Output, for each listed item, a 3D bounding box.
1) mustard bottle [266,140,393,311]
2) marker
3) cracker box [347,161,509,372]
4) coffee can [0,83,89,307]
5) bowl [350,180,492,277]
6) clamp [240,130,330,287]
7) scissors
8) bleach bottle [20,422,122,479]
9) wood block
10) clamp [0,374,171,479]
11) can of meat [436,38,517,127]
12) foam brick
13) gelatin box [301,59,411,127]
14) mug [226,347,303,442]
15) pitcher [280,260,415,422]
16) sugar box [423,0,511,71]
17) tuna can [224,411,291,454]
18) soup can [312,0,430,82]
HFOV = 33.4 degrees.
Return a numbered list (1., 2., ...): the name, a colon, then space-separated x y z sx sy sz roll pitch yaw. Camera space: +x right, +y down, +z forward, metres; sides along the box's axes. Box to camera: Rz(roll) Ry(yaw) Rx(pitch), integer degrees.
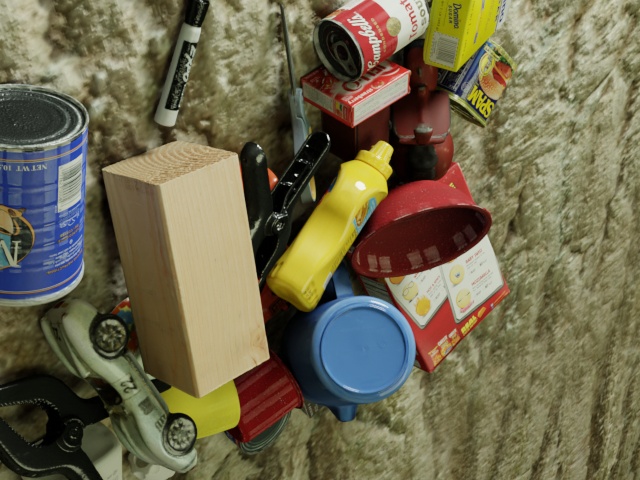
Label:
1. mustard bottle: 0.018 -0.021 1.098 0.191 0.058 0.096 -56 171 -10
2. marker: -0.121 -0.158 0.932 0.020 0.020 0.121 -7 124 -50
3. cracker box: 0.131 0.030 1.323 0.164 0.072 0.213 -42 123 -22
4. coffee can: -0.232 -0.035 0.820 0.102 0.103 0.140 -23 135 -40
5. bowl: 0.104 -0.019 1.174 0.162 0.055 0.162 -14 154 -7
6. clamp: -0.055 -0.027 1.008 0.120 0.039 0.171 0 116 -53
7. scissors: -0.023 -0.138 1.070 0.096 0.016 0.202 -79 164 -73
8. bleach bottle: -0.258 0.304 1.126 0.102 0.068 0.251 -28 140 -37
9. wood block: -0.121 0.024 0.974 0.090 0.090 0.206 -27 120 -38
10. clamp: -0.235 0.175 1.010 0.209 0.036 0.164 34 58 -32
11. can of meat: 0.180 -0.192 1.261 0.084 0.058 0.102 -60 148 2
12. foam brick: 0.037 -0.128 1.135 0.051 0.053 0.078 -35 143 -29
13. gelatin box: 0.037 -0.159 1.086 0.089 0.073 0.030 -35 142 -29
14. mug: -0.082 0.168 1.215 0.081 0.093 0.117 -34 129 -22
15. pitcher: 0.028 0.111 1.175 0.145 0.149 0.243 -51 -179 -9
16. sugar box: 0.166 -0.256 1.147 0.176 0.048 0.093 -44 150 -49
17. tuna can: -0.077 0.218 1.310 0.086 0.034 0.086 -33 141 -32
18. soup can: 0.052 -0.212 1.065 0.102 0.069 0.068 -37 143 -27
